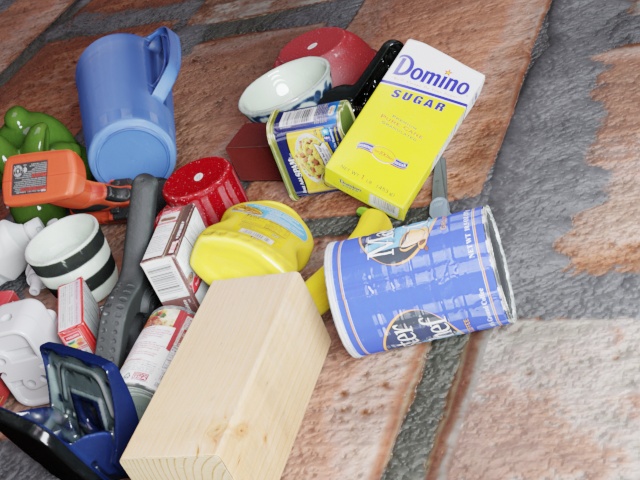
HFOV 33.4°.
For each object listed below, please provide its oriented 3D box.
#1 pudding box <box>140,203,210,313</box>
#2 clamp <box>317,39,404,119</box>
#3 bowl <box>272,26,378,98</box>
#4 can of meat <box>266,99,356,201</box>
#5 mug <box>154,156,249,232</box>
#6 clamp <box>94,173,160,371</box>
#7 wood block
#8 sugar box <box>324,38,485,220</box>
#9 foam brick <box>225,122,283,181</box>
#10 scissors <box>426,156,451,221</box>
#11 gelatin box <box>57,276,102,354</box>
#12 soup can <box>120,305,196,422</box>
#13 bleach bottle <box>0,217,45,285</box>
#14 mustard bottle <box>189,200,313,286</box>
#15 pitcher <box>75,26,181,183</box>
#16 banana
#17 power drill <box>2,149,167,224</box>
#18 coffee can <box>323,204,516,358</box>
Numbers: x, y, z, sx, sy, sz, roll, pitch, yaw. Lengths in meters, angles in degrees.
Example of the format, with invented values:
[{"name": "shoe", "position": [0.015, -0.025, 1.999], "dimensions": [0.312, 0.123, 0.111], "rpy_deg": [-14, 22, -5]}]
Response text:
[{"name": "pudding box", "position": [-0.125, 0.035, 1.029], "dimensions": [0.039, 0.113, 0.090], "rpy_deg": [-11, 33, 15]}, {"name": "clamp", "position": [0.042, -0.155, 1.205], "dimensions": [0.172, 0.039, 0.120], "rpy_deg": [-6, 74, 49]}, {"name": "bowl", "position": [-0.002, -0.231, 1.390], "dimensions": [0.162, 0.055, 0.162], "rpy_deg": [-17, 34, 11]}, {"name": "can of meat", "position": [-0.001, -0.098, 1.155], "dimensions": [0.084, 0.102, 0.057], "rpy_deg": [-8, 35, 20]}, {"name": "mug", "position": [-0.130, -0.031, 1.156], "dimensions": [0.117, 0.081, 0.093], "rpy_deg": [-33, 34, -15]}, {"name": "clamp", "position": [-0.178, 0.062, 1.043], "dimensions": [0.036, 0.164, 0.210], "rpy_deg": [6, 62, 9]}, {"name": "wood block", "position": [-0.070, 0.129, 0.882], "dimensions": [0.091, 0.090, 0.206], "rpy_deg": [-7, 37, 25]}, {"name": "sugar box", "position": [0.087, -0.116, 1.098], "dimensions": [0.093, 0.048, 0.176], "rpy_deg": [29, 74, 9]}, {"name": "foam brick", "position": [-0.061, -0.103, 1.246], "dimensions": [0.078, 0.051, 0.053], "rpy_deg": [2, 42, 35]}, {"name": "scissors", "position": [0.134, -0.028, 1.048], "dimensions": [0.096, 0.016, 0.201], "rpy_deg": [-2, 38, 28]}, {"name": "gelatin box", "position": [-0.232, 0.090, 1.055], "dimensions": [0.030, 0.073, 0.089], "rpy_deg": [-23, 32, 0]}, {"name": "soup can", "position": [-0.142, 0.118, 0.964], "dimensions": [0.069, 0.068, 0.102], "rpy_deg": [-7, 37, 25]}, {"name": "bleach bottle", "position": [-0.434, 0.040, 1.228], "dimensions": [0.250, 0.102, 0.068], "rpy_deg": [-29, 55, -7]}, {"name": "mustard bottle", "position": [-0.057, 0.002, 1.050], "dimensions": [0.096, 0.058, 0.191], "rpy_deg": [21, 19, 4]}, {"name": "pitcher", "position": [-0.243, -0.170, 1.382], "dimensions": [0.145, 0.149, 0.243], "rpy_deg": [-7, 35, -9]}, {"name": "banana", "position": [0.019, 0.027, 1.027], "dimensions": [0.070, 0.037, 0.197], "rpy_deg": [-27, 17, 51]}, {"name": "power drill", "position": [-0.244, -0.055, 1.192], "dimensions": [0.185, 0.187, 0.057], "rpy_deg": [-6, 78, 26]}, {"name": "coffee can", "position": [0.085, 0.036, 0.906], "dimensions": [0.140, 0.103, 0.102], "rpy_deg": [-14, 34, 14]}]
